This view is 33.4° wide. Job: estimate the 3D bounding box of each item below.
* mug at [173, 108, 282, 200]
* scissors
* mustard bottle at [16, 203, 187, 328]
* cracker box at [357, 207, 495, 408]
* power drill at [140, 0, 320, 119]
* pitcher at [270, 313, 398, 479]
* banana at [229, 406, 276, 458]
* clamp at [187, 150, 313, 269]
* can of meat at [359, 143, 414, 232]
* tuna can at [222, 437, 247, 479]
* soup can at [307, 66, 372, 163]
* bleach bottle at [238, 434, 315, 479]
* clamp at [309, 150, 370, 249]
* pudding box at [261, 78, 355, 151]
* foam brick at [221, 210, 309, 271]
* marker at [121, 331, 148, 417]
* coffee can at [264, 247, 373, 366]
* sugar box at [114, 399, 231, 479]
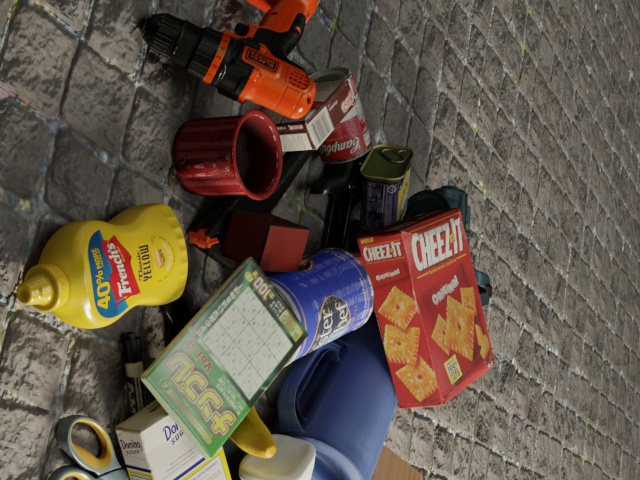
[{"bbox_3d":[-0.103,-0.084,1.097,0.117,0.082,0.093,-35,120,-55],"label":"mug"},{"bbox_3d":[-0.195,0.240,1.004,0.201,0.016,0.096,61,42,-40],"label":"scissors"},{"bbox_3d":[-0.197,0.027,0.957,0.191,0.058,0.096,-20,107,-58],"label":"mustard bottle"},{"bbox_3d":[0.136,0.079,1.311,0.163,0.072,0.214,-20,98,-56],"label":"cracker box"},{"bbox_3d":[-0.081,-0.224,1.109,0.184,0.057,0.187,25,48,-14],"label":"power drill"},{"bbox_3d":[0.025,0.191,1.281,0.242,0.145,0.149,-59,179,-47],"label":"pitcher"},{"bbox_3d":[-0.075,0.170,1.131,0.197,0.070,0.037,-84,155,-65],"label":"banana"},{"bbox_3d":[-0.069,-0.032,1.189,0.209,0.036,0.164,-10,110,-57],"label":"clamp"},{"bbox_3d":[0.085,-0.067,1.390,0.102,0.057,0.084,-61,157,-57],"label":"can of meat"},{"bbox_3d":[-0.110,0.239,1.133,0.086,0.034,0.086,0,90,-60],"label":"tuna can"},{"bbox_3d":[0.019,-0.156,1.323,0.068,0.069,0.102,-51,132,-48],"label":"soup can"},{"bbox_3d":[-0.057,0.344,1.162,0.102,0.068,0.251,-38,137,-67],"label":"bleach bottle"},{"bbox_3d":[0.027,-0.071,1.360,0.120,0.039,0.171,80,22,-48],"label":"clamp"},{"bbox_3d":[-0.023,-0.143,1.227,0.113,0.090,0.039,-50,129,-46],"label":"pudding box"},{"bbox_3d":[-0.057,0.001,1.133,0.078,0.053,0.051,5,102,-59],"label":"foam brick"},{"bbox_3d":[-0.177,0.148,1.032,0.020,0.020,0.121,-20,107,-58],"label":"marker"},{"bbox_3d":[-0.021,0.074,1.199,0.140,0.103,0.103,-21,109,-49],"label":"coffee can"},{"bbox_3d":[-0.133,0.239,1.038,0.093,0.048,0.176,-29,110,-47],"label":"sugar box"}]
